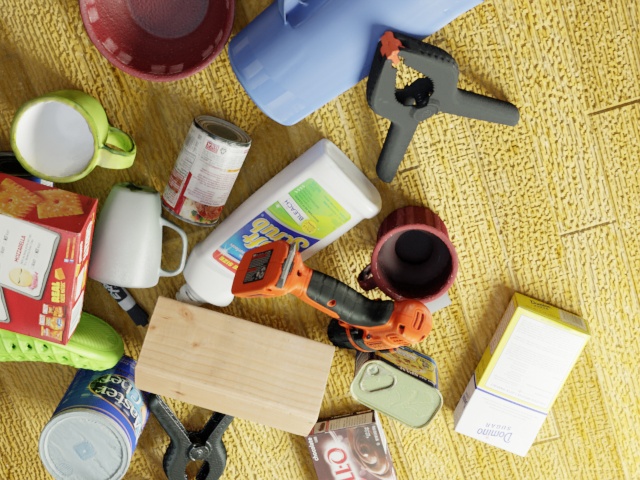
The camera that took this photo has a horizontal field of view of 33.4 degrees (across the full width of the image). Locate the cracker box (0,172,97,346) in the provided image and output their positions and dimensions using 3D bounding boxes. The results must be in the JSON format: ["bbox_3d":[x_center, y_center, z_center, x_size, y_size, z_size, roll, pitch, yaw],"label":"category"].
[{"bbox_3d":[-0.351,0.007,1.120,0.213,0.072,0.164,15,128,-2],"label":"cracker box"}]

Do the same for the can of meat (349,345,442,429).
[{"bbox_3d":[0.086,0.156,1.217,0.102,0.084,0.057,27,111,-6],"label":"can of meat"}]

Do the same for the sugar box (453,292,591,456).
[{"bbox_3d":[0.229,0.155,1.228,0.093,0.048,0.176,22,115,-4],"label":"sugar box"}]

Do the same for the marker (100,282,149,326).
[{"bbox_3d":[-0.240,0.052,1.237,0.020,0.020,0.121,-34,105,15],"label":"marker"}]

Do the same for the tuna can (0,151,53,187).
[{"bbox_3d":[-0.334,-0.069,1.162,0.086,0.086,0.034,10,110,0],"label":"tuna can"}]

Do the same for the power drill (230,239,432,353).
[{"bbox_3d":[0.003,0.066,1.138,0.187,0.185,0.057,24,70,-22],"label":"power drill"}]

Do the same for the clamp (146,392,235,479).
[{"bbox_3d":[-0.140,0.240,1.286,0.120,0.039,0.171,-8,122,-9],"label":"clamp"}]

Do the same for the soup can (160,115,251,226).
[{"bbox_3d":[-0.124,-0.076,1.153,0.068,0.068,0.102,23,110,-5],"label":"soup can"}]

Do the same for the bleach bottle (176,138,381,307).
[{"bbox_3d":[-0.058,0.001,1.182,0.251,0.068,0.102,-39,106,19],"label":"bleach bottle"}]

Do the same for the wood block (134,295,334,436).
[{"bbox_3d":[-0.098,0.144,1.206,0.206,0.090,0.091,16,156,-2],"label":"wood block"}]

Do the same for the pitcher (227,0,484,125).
[{"bbox_3d":[0.024,-0.226,1.049,0.243,0.145,0.149,-34,103,19],"label":"pitcher"}]

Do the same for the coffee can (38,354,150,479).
[{"bbox_3d":[-0.254,0.207,1.232,0.103,0.140,0.103,1,111,4],"label":"coffee can"}]

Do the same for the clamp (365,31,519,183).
[{"bbox_3d":[0.112,-0.143,1.074,0.164,0.036,0.210,-21,148,6],"label":"clamp"}]

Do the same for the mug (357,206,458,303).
[{"bbox_3d":[0.092,0.018,1.165,0.117,0.081,0.093,-33,105,15],"label":"mug"}]

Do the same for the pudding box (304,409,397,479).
[{"bbox_3d":[0.038,0.264,1.286,0.090,0.039,0.113,-13,109,10],"label":"pudding box"}]

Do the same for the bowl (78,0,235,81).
[{"bbox_3d":[-0.163,-0.248,1.096,0.162,0.055,0.162,2,111,5],"label":"bowl"}]
